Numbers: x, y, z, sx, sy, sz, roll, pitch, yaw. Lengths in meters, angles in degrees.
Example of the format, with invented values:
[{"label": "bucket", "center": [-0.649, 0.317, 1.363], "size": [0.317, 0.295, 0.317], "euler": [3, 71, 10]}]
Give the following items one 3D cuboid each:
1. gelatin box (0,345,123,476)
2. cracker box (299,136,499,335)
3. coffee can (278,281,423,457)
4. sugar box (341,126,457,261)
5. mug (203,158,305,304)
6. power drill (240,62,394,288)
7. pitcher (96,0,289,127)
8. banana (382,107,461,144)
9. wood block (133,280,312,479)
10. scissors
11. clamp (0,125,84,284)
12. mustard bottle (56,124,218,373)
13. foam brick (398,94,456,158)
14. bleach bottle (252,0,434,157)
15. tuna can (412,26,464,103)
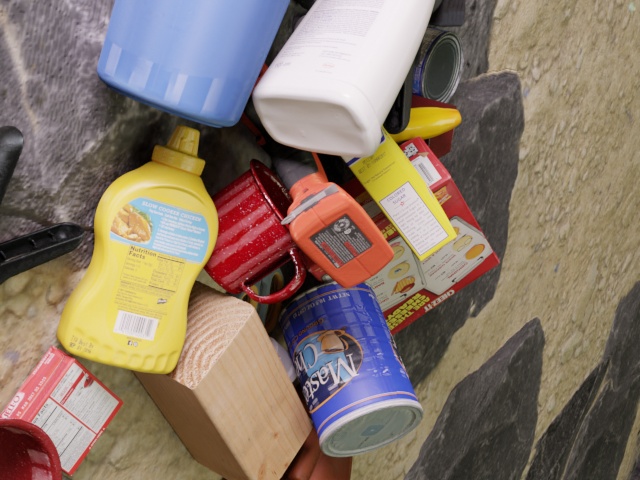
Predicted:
[{"label": "gelatin box", "center": [-0.204, 0.135, 0.840], "size": [0.073, 0.030, 0.089], "euler": [-56, 147, -18]}, {"label": "cracker box", "center": [0.079, 0.005, 1.106], "size": [0.164, 0.072, 0.213], "euler": [-34, 148, 5]}, {"label": "coffee can", "center": [0.028, 0.123, 1.033], "size": [0.102, 0.140, 0.103], "euler": [-15, 149, -10]}, {"label": "sugar box", "center": [0.047, -0.073, 0.924], "size": [0.048, 0.093, 0.176], "euler": [-33, 113, 7]}, {"label": "mug", "center": [-0.056, 0.001, 0.897], "size": [0.081, 0.117, 0.093], "euler": [-35, 159, 11]}, {"label": "power drill", "center": [-0.007, -0.051, 0.897], "size": [0.057, 0.188, 0.184], "euler": [-36, 140, 9]}, {"label": "pitcher", "center": [-0.067, -0.209, 0.762], "size": [0.149, 0.145, 0.243], "euler": [16, 99, -32]}, {"label": "banana", "center": [0.042, -0.114, 1.017], "size": [0.197, 0.070, 0.037], "euler": [4, 72, -34]}, {"label": "wood block", "center": [-0.088, 0.136, 0.965], "size": [0.090, 0.091, 0.206], "euler": [-53, 146, -25]}, {"label": "scissors", "center": [-0.060, 0.009, 1.003], "size": [0.096, 0.016, 0.202], "euler": [-36, 137, -46]}, {"label": "clamp", "center": [-0.231, 0.018, 0.718], "size": [0.171, 0.039, 0.120], "euler": [-53, 142, -13]}, {"label": "mustard bottle", "center": [-0.132, 0.003, 0.832], "size": [0.096, 0.058, 0.191], "euler": [17, 93, -27]}, {"label": "foam brick", "center": [0.095, -0.120, 1.110], "size": [0.051, 0.078, 0.053], "euler": [-25, 128, -48]}, {"label": "bleach bottle", "center": [0.046, -0.178, 0.835], "size": [0.250, 0.103, 0.068], "euler": [-60, 144, -29]}, {"label": "tuna can", "center": [0.119, -0.186, 1.150], "size": [0.086, 0.034, 0.086], "euler": [-35, 136, -44]}]
